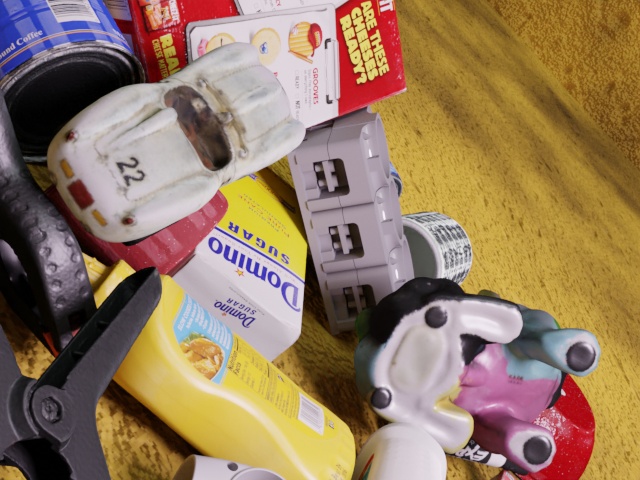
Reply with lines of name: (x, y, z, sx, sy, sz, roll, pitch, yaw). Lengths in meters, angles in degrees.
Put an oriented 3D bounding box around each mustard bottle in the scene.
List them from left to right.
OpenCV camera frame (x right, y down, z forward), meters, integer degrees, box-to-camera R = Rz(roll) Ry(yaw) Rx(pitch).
mustard bottle: (-0.067, 0.074, 0.590, 0.191, 0.058, 0.096, 42, 14, -12)

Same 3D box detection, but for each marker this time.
marker: (0.105, 0.151, 0.779, 0.121, 0.020, 0.020, 18, 33, -20)

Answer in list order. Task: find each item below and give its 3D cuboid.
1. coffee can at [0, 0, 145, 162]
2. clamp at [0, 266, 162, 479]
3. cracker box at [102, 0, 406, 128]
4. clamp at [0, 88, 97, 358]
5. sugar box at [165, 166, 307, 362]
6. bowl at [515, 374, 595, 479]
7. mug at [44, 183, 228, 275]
coffee can: (-0.185, -0.134, 0.663, 0.102, 0.103, 0.140, 9, 44, -56)
clamp: (-0.116, 0.071, 0.438, 0.164, 0.036, 0.210, 25, 48, -52)
cracker box: (-0.048, -0.156, 0.753, 0.213, 0.164, 0.072, -25, 28, -31)
clamp: (-0.166, -0.017, 0.550, 0.039, 0.120, 0.171, -23, 91, -27)
sugar box: (-0.055, 0.001, 0.749, 0.093, 0.048, 0.176, 39, 23, -21)
bowl: (0.191, 0.145, 0.939, 0.162, 0.055, 0.162, 38, 25, -21)
mug: (-0.107, -0.029, 0.648, 0.081, 0.093, 0.117, 48, 29, -11)
